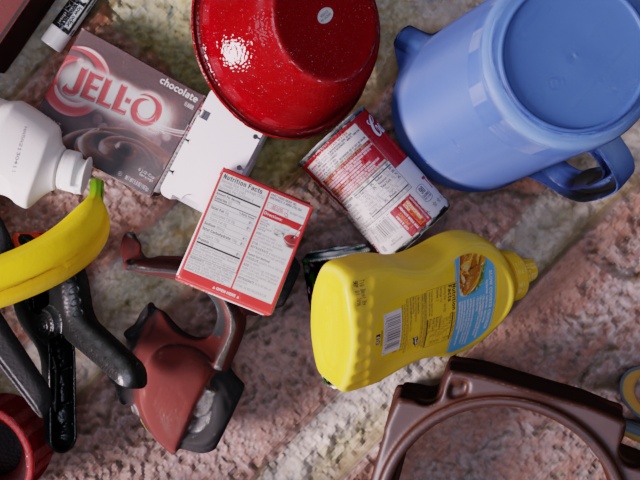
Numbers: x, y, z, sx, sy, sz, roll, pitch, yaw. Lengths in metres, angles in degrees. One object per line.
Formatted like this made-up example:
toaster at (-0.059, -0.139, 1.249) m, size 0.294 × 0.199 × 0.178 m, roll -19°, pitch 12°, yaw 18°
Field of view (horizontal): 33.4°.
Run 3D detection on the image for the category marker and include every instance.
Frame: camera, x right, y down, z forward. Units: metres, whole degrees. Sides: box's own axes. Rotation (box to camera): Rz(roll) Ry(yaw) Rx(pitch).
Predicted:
marker at (-0.177, -0.201, 0.836) m, size 0.020 × 0.020 × 0.121 m, roll 36°, pitch 93°, yaw 0°

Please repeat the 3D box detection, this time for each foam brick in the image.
foam brick at (-0.251, -0.176, 0.823) m, size 0.051 × 0.053 × 0.078 m, roll 35°, pitch 92°, yaw 0°

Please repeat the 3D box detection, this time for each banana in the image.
banana at (-0.228, 0.019, 0.774) m, size 0.197 × 0.070 × 0.037 m, roll -28°, pitch 130°, yaw -25°

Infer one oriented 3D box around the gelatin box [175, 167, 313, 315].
gelatin box at (-0.055, 0.001, 0.777) m, size 0.073 × 0.030 × 0.089 m, roll 22°, pitch 83°, yaw -9°

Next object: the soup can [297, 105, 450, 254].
soup can at (0.041, -0.043, 0.812) m, size 0.068 × 0.068 × 0.102 m, roll -42°, pitch 91°, yaw 3°

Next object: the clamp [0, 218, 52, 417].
clamp at (-0.271, 0.039, 0.797) m, size 0.164 × 0.036 × 0.210 m, roll 9°, pitch 61°, yaw -11°

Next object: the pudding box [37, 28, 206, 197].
pudding box at (-0.156, -0.098, 0.830) m, size 0.113 × 0.039 × 0.090 m, roll 29°, pitch 93°, yaw 0°

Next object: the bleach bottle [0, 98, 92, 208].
bleach bottle at (-0.297, -0.071, 0.789) m, size 0.251 × 0.068 × 0.102 m, roll 14°, pitch 92°, yaw -2°

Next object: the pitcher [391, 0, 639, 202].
pitcher at (0.140, -0.097, 0.721) m, size 0.149 × 0.243 × 0.145 m, roll -3°, pitch 91°, yaw -5°

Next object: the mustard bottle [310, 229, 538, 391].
mustard bottle at (0.086, 0.042, 0.790) m, size 0.191 × 0.058 × 0.096 m, roll -14°, pitch 117°, yaw -30°

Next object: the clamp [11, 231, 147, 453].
clamp at (-0.201, 0.074, 0.819) m, size 0.120 × 0.039 × 0.171 m, roll -46°, pitch 61°, yaw 25°

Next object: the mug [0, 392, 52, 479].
mug at (-0.261, 0.174, 0.822) m, size 0.093 × 0.081 × 0.117 m, roll 28°, pitch 92°, yaw 0°

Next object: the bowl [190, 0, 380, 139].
bowl at (-0.011, -0.156, 0.775) m, size 0.161 × 0.055 × 0.162 m, roll 1°, pitch 89°, yaw -34°
